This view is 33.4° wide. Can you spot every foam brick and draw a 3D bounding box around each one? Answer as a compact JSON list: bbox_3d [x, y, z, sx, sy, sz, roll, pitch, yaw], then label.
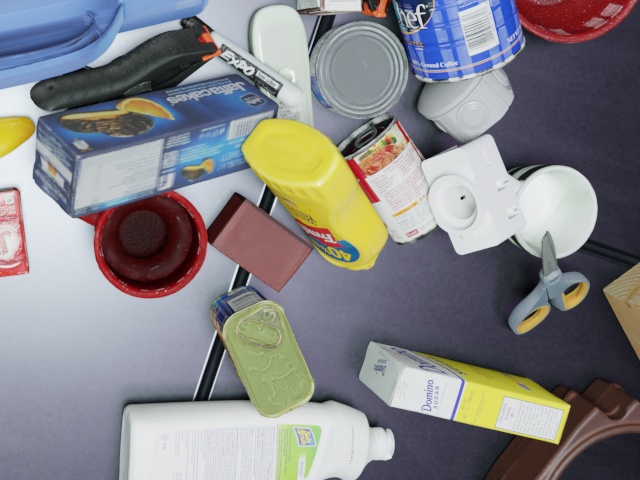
[{"bbox_3d":[-0.056,0.001,0.948,0.078,0.053,0.051,36,88,-17],"label":"foam brick"}]

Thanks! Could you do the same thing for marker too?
[{"bbox_3d":[-0.069,-0.155,0.913,0.121,0.020,0.020,35,89,5],"label":"marker"}]

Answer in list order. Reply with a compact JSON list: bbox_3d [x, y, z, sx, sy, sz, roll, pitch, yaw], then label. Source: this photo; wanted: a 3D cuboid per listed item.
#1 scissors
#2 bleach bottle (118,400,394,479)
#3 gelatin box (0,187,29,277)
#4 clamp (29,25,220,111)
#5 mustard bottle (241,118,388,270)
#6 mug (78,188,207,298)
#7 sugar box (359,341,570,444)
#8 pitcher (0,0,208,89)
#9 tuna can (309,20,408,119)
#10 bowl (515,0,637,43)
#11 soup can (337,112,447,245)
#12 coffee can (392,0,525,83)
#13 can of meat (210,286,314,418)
[{"bbox_3d":[0.198,0.045,0.983,0.096,0.016,0.201,-39,152,13],"label":"scissors"},{"bbox_3d":[-0.054,0.198,0.978,0.250,0.068,0.102,2,99,-18],"label":"bleach bottle"},{"bbox_3d":[-0.292,-0.003,0.893,0.089,0.030,0.073,-7,101,-14],"label":"gelatin box"},{"bbox_3d":[-0.161,-0.130,0.863,0.171,0.120,0.039,-33,90,-8],"label":"clamp"},{"bbox_3d":[0.009,-0.026,0.923,0.058,0.096,0.191,-55,145,-12],"label":"mustard bottle"},{"bbox_3d":[-0.159,-0.008,0.902,0.117,0.082,0.093,21,93,-18],"label":"mug"},{"bbox_3d":[0.134,0.141,1.004,0.176,0.093,0.048,17,94,-18],"label":"sugar box"},{"bbox_3d":[-0.210,-0.202,0.827,0.242,0.145,0.149,-13,103,-16],"label":"pitcher"},{"bbox_3d":[0.033,-0.152,0.956,0.086,0.034,0.086,-3,100,-15],"label":"tuna can"},{"bbox_3d":[0.219,-0.262,0.977,0.162,0.055,0.162,-3,100,-15],"label":"bowl"},{"bbox_3d":[0.067,-0.055,0.964,0.068,0.069,0.102,-39,108,-6],"label":"soup can"},{"bbox_3d":[0.108,-0.219,0.901,0.102,0.103,0.140,-26,120,-10],"label":"coffee can"},{"bbox_3d":[-0.054,0.095,0.948,0.057,0.084,0.102,-25,105,-10],"label":"can of meat"}]
